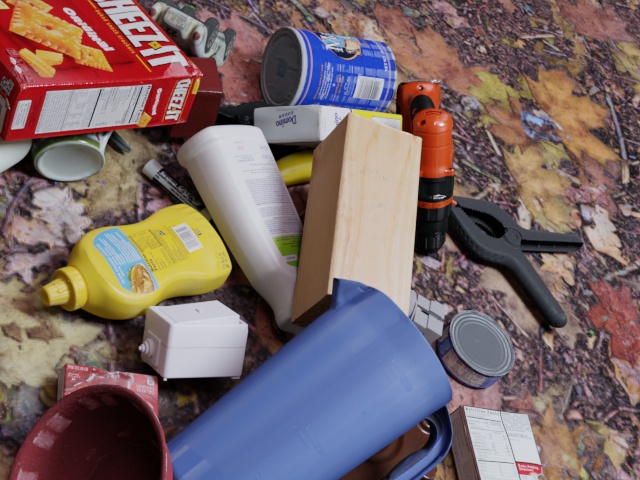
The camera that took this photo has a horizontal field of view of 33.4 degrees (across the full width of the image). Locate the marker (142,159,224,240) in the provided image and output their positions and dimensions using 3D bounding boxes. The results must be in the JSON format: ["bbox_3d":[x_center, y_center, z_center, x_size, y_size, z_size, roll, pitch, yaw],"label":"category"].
[{"bbox_3d":[-0.142,-0.042,1.151,0.121,0.020,0.020,42,43,5],"label":"marker"}]

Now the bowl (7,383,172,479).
[{"bbox_3d":[-0.174,0.200,0.854,0.055,0.162,0.162,40,29,-51],"label":"bowl"}]

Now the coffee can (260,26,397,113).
[{"bbox_3d":[0.010,-0.206,1.330,0.140,0.103,0.103,1,54,-32],"label":"coffee can"}]

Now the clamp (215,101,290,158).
[{"bbox_3d":[-0.093,-0.119,1.238,0.171,0.039,0.120,1,60,-24],"label":"clamp"}]

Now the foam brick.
[{"bbox_3d":[-0.142,-0.157,1.170,0.051,0.078,0.053,-2,56,-19],"label":"foam brick"}]

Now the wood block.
[{"bbox_3d":[0.039,-0.011,1.086,0.090,0.091,0.206,17,60,-18],"label":"wood block"}]

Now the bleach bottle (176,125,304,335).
[{"bbox_3d":[-0.057,0.001,1.120,0.102,0.068,0.251,-8,69,-51],"label":"bleach bottle"}]

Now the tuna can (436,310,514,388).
[{"bbox_3d":[0.174,0.124,1.205,0.086,0.034,0.086,18,46,-20],"label":"tuna can"}]

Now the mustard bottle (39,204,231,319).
[{"bbox_3d":[-0.185,0.027,1.036,0.191,0.058,0.096,-20,66,-42],"label":"mustard bottle"}]

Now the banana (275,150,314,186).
[{"bbox_3d":[0.019,-0.077,1.273,0.197,0.037,0.069,12,46,-25],"label":"banana"}]

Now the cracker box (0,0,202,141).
[{"bbox_3d":[-0.249,-0.183,1.057,0.213,0.072,0.164,-13,52,-44],"label":"cracker box"}]

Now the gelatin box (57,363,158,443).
[{"bbox_3d":[-0.188,0.152,0.947,0.089,0.030,0.073,13,48,-24],"label":"gelatin box"}]

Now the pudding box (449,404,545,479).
[{"bbox_3d":[0.185,0.232,1.117,0.089,0.039,0.113,11,47,-25],"label":"pudding box"}]

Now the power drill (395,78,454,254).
[{"bbox_3d":[0.128,-0.101,1.300,0.057,0.184,0.187,-1,32,-2],"label":"power drill"}]

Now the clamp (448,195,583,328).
[{"bbox_3d":[0.237,0.013,1.338,0.210,0.036,0.164,26,44,-10],"label":"clamp"}]

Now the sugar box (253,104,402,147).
[{"bbox_3d":[0.012,-0.130,1.232,0.175,0.093,0.048,1,91,-56],"label":"sugar box"}]

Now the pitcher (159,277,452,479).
[{"bbox_3d":[-0.009,0.163,0.925,0.242,0.145,0.149,-36,53,-12],"label":"pitcher"}]
